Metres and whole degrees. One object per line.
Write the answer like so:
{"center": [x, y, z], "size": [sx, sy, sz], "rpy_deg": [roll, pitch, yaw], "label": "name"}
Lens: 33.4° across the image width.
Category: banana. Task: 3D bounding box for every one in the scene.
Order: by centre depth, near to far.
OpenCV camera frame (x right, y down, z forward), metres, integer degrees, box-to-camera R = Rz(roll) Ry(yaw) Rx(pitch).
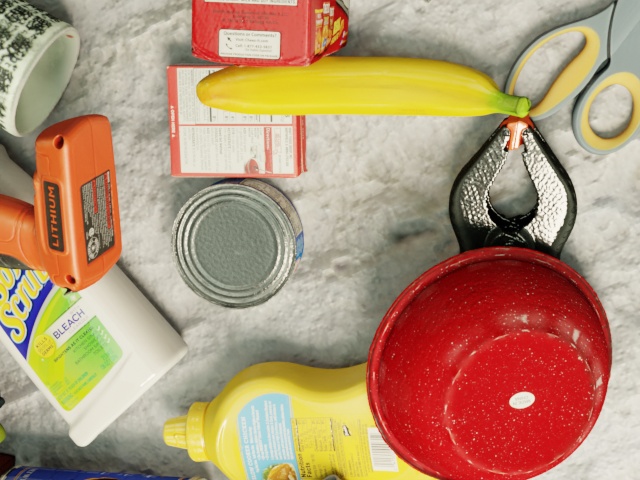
{"center": [0.023, -0.094, 0.648], "size": [0.197, 0.070, 0.037], "rpy_deg": [0, 97, -7], "label": "banana"}

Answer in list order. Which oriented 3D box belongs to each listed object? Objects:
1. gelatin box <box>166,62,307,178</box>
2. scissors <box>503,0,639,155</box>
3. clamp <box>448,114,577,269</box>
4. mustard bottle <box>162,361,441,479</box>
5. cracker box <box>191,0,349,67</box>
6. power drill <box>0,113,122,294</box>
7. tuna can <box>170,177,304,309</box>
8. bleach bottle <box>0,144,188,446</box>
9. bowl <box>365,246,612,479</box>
{"center": [-0.054, -0.079, 0.698], "size": [0.089, 0.030, 0.073], "rpy_deg": [1, 103, 11], "label": "gelatin box"}
{"center": [0.201, -0.132, 0.641], "size": [0.202, 0.016, 0.096], "rpy_deg": [-40, 95, 18], "label": "scissors"}
{"center": [0.111, 0.006, 0.680], "size": [0.120, 0.039, 0.171], "rpy_deg": [-7, 107, 8], "label": "clamp"}
{"center": [-0.014, 0.129, 0.726], "size": [0.192, 0.058, 0.096], "rpy_deg": [-3, 113, 12], "label": "mustard bottle"}
{"center": [-0.022, -0.209, 0.589], "size": [0.072, 0.164, 0.214], "rpy_deg": [4, 105, 8], "label": "cracker box"}
{"center": [-0.219, -0.045, 0.655], "size": [0.188, 0.057, 0.184], "rpy_deg": [6, 115, 19], "label": "power drill"}
{"center": [-0.055, 0.001, 0.715], "size": [0.086, 0.033, 0.086], "rpy_deg": [3, 104, 10], "label": "tuna can"}
{"center": [-0.210, 0.016, 0.737], "size": [0.103, 0.068, 0.251], "rpy_deg": [-43, 90, 18], "label": "bleach bottle"}
{"center": [0.111, 0.088, 0.644], "size": [0.162, 0.055, 0.162], "rpy_deg": [-3, 107, -10], "label": "bowl"}
